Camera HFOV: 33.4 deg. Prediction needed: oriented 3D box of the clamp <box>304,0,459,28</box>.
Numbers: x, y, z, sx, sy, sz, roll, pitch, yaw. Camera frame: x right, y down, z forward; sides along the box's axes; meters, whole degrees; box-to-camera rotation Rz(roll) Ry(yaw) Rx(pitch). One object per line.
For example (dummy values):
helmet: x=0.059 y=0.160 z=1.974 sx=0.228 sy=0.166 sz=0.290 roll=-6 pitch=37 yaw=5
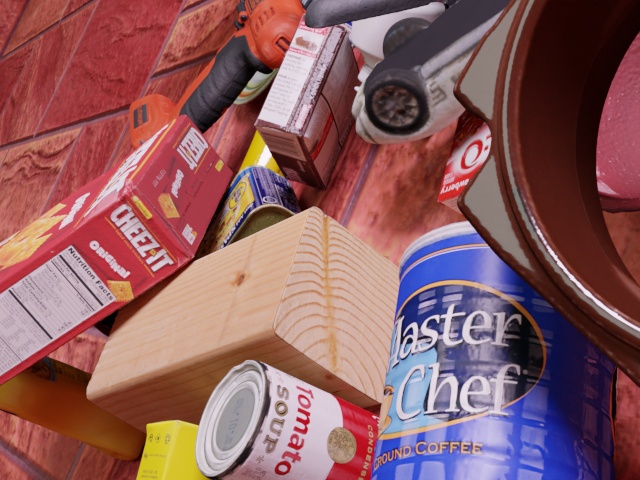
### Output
clamp: x=0.076 y=-0.160 z=0.679 sx=0.172 sy=0.120 sz=0.039 roll=-50 pitch=33 yaw=15

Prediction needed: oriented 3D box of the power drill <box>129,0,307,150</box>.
power drill: x=-0.089 y=-0.155 z=0.932 sx=0.188 sy=0.057 sz=0.184 roll=-46 pitch=27 yaw=17

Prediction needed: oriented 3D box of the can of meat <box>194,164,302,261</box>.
can of meat: x=-0.055 y=0.001 z=0.823 sx=0.102 sy=0.057 sz=0.084 roll=-53 pitch=25 yaw=16

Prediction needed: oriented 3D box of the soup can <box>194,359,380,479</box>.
soup can: x=-0.008 y=0.113 z=0.577 sx=0.069 sy=0.102 sz=0.068 roll=-42 pitch=32 yaw=34

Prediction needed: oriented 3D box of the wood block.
wood block: x=-0.052 y=0.065 z=0.691 sx=0.207 sy=0.090 sz=0.090 roll=-23 pitch=40 yaw=45

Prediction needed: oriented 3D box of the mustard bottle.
mustard bottle: x=-0.235 y=0.120 z=0.878 sx=0.058 sy=0.191 sz=0.096 roll=-62 pitch=26 yaw=0

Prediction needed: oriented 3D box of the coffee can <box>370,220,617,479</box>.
coffee can: x=0.076 y=0.076 z=0.462 sx=0.103 sy=0.102 sz=0.140 roll=-29 pitch=41 yaw=48

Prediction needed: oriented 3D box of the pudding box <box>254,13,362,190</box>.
pudding box: x=-0.005 y=-0.097 z=0.779 sx=0.113 sy=0.039 sz=0.090 roll=63 pitch=-133 yaw=-72

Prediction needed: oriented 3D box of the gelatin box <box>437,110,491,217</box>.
gelatin box: x=0.111 y=-0.057 z=0.608 sx=0.089 sy=0.030 sz=0.073 roll=-19 pitch=49 yaw=55

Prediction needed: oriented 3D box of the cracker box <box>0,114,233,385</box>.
cracker box: x=-0.180 y=0.008 z=0.798 sx=0.214 sy=0.072 sz=0.164 roll=-33 pitch=17 yaw=18
